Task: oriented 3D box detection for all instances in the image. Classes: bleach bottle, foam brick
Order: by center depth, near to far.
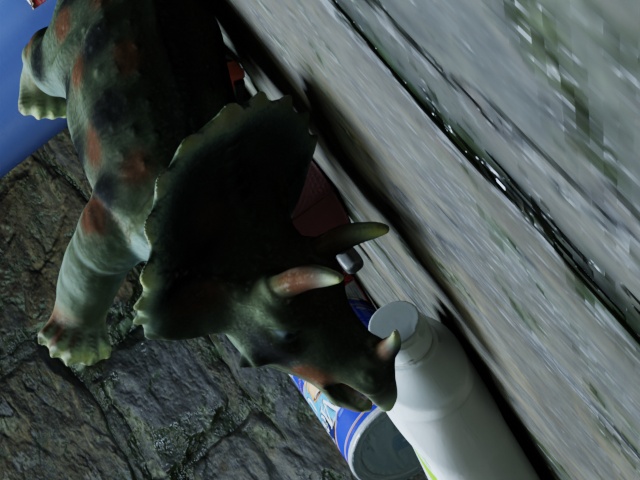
[{"bbox_3d":[0.088,0.127,0.621,0.103,0.068,0.250,50,173,48],"label":"bleach bottle"},{"bbox_3d":[-0.026,-0.032,0.673,0.078,0.053,0.051,53,177,29],"label":"foam brick"}]

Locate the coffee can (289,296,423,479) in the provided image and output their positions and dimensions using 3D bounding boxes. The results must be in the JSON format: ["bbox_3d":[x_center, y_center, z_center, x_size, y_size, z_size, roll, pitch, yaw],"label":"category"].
[{"bbox_3d":[0.041,0.131,0.944,0.140,0.103,0.102,51,175,47],"label":"coffee can"}]

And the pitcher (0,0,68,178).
[{"bbox_3d":[-0.244,-0.150,0.898,0.145,0.243,0.149,51,-177,26],"label":"pitcher"}]
